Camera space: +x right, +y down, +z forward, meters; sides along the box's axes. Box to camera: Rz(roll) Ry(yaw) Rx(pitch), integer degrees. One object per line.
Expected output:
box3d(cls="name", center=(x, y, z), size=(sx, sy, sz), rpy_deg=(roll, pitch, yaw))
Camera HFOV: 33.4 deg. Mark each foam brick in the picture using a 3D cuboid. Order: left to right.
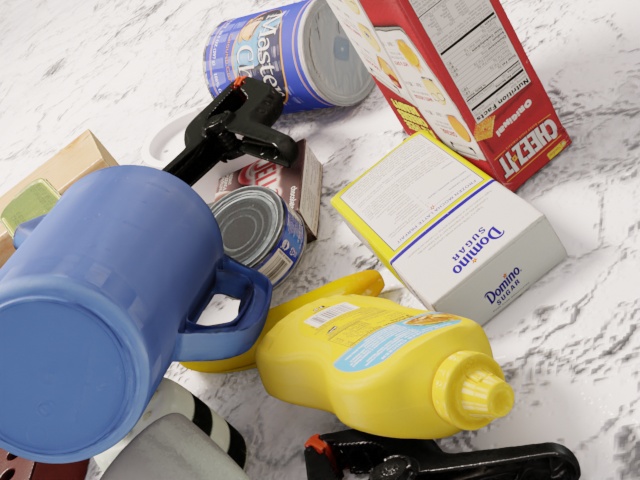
box3d(cls="foam brick", center=(-0.211, 0.172, 0.794), size=(0.053, 0.051, 0.078), rpy_deg=(-26, 33, 19))

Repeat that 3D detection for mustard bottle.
box3d(cls="mustard bottle", center=(0.044, 0.074, 0.619), size=(0.096, 0.058, 0.192), rpy_deg=(-22, 14, -27))

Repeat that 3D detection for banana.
box3d(cls="banana", center=(-0.045, 0.063, 0.779), size=(0.198, 0.037, 0.069), rpy_deg=(-15, 38, 34))

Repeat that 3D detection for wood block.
box3d(cls="wood block", center=(-0.277, -0.003, 1.058), size=(0.206, 0.090, 0.091), rpy_deg=(-38, 31, -1))

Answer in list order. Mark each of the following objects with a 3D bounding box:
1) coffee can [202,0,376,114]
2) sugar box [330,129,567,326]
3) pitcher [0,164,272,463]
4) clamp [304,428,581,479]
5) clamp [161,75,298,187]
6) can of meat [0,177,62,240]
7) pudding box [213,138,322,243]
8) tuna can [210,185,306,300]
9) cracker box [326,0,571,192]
box3d(cls="coffee can", center=(-0.028, -0.171, 1.008), size=(0.141, 0.102, 0.102), rpy_deg=(-2, 46, 45))
box3d(cls="sugar box", center=(0.082, -0.010, 0.737), size=(0.093, 0.048, 0.176), rpy_deg=(-38, 34, -1))
box3d(cls="pitcher", center=(-0.129, 0.041, 0.670), size=(0.149, 0.145, 0.243), rpy_deg=(-30, 13, 9))
box3d(cls="clamp", center=(0.042, 0.143, 0.574), size=(0.172, 0.039, 0.120), rpy_deg=(-3, 27, 49))
box3d(cls="clamp", center=(-0.071, -0.088, 0.889), size=(0.165, 0.036, 0.209), rpy_deg=(-18, 28, 26))
box3d(cls="can of meat", center=(-0.210, 0.002, 0.873), size=(0.057, 0.084, 0.102), rpy_deg=(-43, 31, -9))
box3d(cls="pudding box", center=(-0.046, -0.029, 0.899), size=(0.090, 0.039, 0.113), rpy_deg=(-25, 34, 19))
box3d(cls="tuna can", center=(-0.055, 0.001, 0.814), size=(0.086, 0.033, 0.086), rpy_deg=(-19, 50, 23))
box3d(cls="cracker box", center=(0.075, -0.153, 0.768), size=(0.072, 0.213, 0.164), rpy_deg=(-39, 31, -4))
